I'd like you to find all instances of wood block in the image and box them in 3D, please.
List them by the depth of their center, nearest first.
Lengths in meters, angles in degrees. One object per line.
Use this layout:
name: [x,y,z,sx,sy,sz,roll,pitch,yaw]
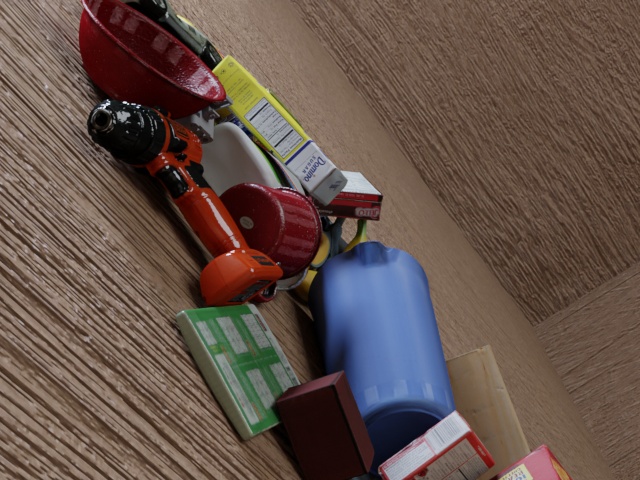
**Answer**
wood block: [0.185,0.232,1.211,0.091,0.090,0.206,57,13,-80]

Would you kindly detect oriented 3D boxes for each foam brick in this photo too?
foam brick: [0.005,0.153,0.868,0.053,0.051,0.078,-29,98,-79]

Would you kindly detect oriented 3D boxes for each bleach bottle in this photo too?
bleach bottle: [-0.069,-0.069,1.206,0.102,0.068,0.250,54,8,6]

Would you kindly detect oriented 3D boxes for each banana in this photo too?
banana: [0.014,0.037,1.237,0.197,0.037,0.069,-41,115,-59]

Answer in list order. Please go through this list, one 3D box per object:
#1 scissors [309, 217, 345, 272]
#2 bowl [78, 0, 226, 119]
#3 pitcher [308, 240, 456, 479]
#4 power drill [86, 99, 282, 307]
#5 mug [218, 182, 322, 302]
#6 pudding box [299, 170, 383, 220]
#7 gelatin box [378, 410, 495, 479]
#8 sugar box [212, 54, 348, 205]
scissors: [0.021,0.009,1.330,0.201,0.016,0.096,-35,107,-62]
bowl: [-0.168,-0.161,0.997,0.162,0.055,0.162,36,16,-12]
pitcher: [0.065,0.130,1.075,0.149,0.145,0.243,37,22,-26]
power drill: [-0.114,-0.034,0.915,0.188,0.057,0.184,58,11,11]
mug: [-0.057,0.001,1.023,0.081,0.093,0.117,14,80,-67]
pudding box: [0.020,-0.059,1.324,0.090,0.039,0.113,6,18,-15]
gelatin box: [0.104,0.201,0.953,0.073,0.089,0.030,53,1,-46]
sugar box: [-0.046,-0.119,1.166,0.176,0.048,0.093,45,3,12]
